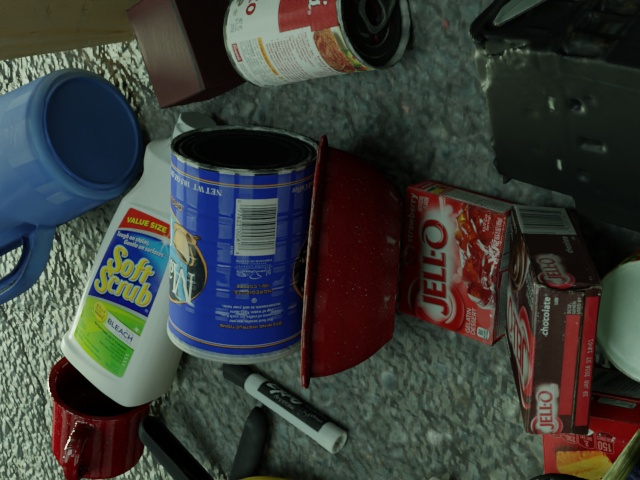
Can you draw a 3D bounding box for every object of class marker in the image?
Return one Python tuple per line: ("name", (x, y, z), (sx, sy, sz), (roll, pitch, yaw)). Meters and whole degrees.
("marker", (-0.031, 0.125, 0.824), (0.121, 0.020, 0.020), (30, 123, 30))

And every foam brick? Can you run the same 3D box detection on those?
("foam brick", (-0.093, -0.140, 0.764), (0.051, 0.052, 0.078), (-18, 91, 43))

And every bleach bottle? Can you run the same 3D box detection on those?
("bleach bottle", (-0.135, 0.009, 0.848), (0.103, 0.067, 0.251), (37, 124, 26))

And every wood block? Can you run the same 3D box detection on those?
("wood block", (-0.222, -0.189, 0.755), (0.091, 0.205, 0.090), (48, 130, 18))

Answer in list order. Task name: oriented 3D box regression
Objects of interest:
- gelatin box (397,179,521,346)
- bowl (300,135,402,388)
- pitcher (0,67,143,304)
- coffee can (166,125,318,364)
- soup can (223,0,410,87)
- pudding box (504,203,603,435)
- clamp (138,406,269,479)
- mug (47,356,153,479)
("gelatin box", (0.087, 0.013, 0.674), (0.073, 0.030, 0.089), (19, 117, 36))
("bowl", (0.022, 0.015, 0.677), (0.055, 0.162, 0.162), (4, 112, 3))
("pitcher", (-0.260, -0.047, 0.894), (0.243, 0.144, 0.149), (-17, 121, 40))
("coffee can", (-0.055, 0.001, 0.745), (0.103, 0.102, 0.140), (20, 117, 35))
("soup can", (-0.003, -0.135, 0.676), (0.102, 0.068, 0.068), (-2, 104, 42))
("pudding box", (0.126, 0.041, 0.592), (0.039, 0.113, 0.090), (2, 114, 5))
("clamp", (-0.072, 0.212, 0.876), (0.120, 0.039, 0.171), (-18, 100, 34))
("mug", (-0.193, 0.159, 0.919), (0.093, 0.117, 0.081), (13, 124, 2))
